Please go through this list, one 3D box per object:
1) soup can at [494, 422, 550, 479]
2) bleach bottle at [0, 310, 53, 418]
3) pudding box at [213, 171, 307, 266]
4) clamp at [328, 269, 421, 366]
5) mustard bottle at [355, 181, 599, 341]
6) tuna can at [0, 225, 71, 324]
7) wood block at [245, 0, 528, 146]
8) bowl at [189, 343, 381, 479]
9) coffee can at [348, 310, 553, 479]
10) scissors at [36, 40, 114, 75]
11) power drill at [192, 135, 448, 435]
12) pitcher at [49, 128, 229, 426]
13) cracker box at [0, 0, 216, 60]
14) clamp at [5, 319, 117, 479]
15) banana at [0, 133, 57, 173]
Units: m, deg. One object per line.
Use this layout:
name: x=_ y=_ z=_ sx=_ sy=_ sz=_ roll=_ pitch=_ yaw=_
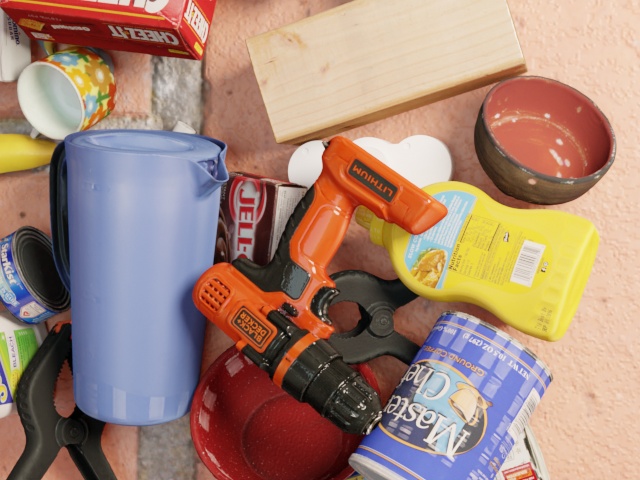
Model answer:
soup can: x=0.133 y=0.195 z=0.889 sx=0.102 sy=0.068 sz=0.068 roll=-21 pitch=89 yaw=13
bleach bottle: x=-0.312 y=0.119 z=0.894 sx=0.068 sy=0.250 sz=0.102 roll=-4 pitch=93 yaw=13
pudding box: x=-0.056 y=0.001 z=0.913 sx=0.090 sy=0.039 sz=0.113 roll=15 pitch=102 yaw=52
clamp: x=0.053 y=0.074 z=0.892 sx=0.171 sy=0.039 sz=0.120 roll=-7 pitch=90 yaw=-10
mustard bottle: x=0.113 y=0.005 z=0.840 sx=0.192 sy=0.058 sz=0.096 roll=19 pitch=86 yaw=27
tuna can: x=-0.261 y=0.032 z=0.962 sx=0.034 sy=0.086 sz=0.086 roll=-26 pitch=87 yaw=15
wood block: x=0.057 y=-0.151 z=0.874 sx=0.206 sy=0.090 sz=0.090 roll=-17 pitch=90 yaw=13
bowl: x=-0.027 y=0.156 z=0.907 sx=0.162 sy=0.055 sz=0.162 roll=-3 pitch=53 yaw=4
coffee can: x=0.101 y=0.141 z=0.829 sx=0.103 sy=0.103 sz=0.140 roll=32 pitch=75 yaw=9
scissors: x=-0.266 y=-0.216 z=0.971 sx=0.202 sy=0.016 sz=0.096 roll=35 pitch=123 yaw=9
power drill: x=0.013 y=0.030 z=0.816 sx=0.184 sy=0.057 sz=0.188 roll=38 pitch=96 yaw=19
pitcher: x=-0.161 y=0.026 z=0.913 sx=0.145 sy=0.149 sz=0.243 roll=2 pitch=104 yaw=-13
cracker box: x=-0.159 y=-0.270 z=0.895 sx=0.164 sy=0.072 sz=0.213 roll=9 pitch=77 yaw=14
clamp: x=-0.236 y=0.176 z=0.947 sx=0.036 sy=0.164 sz=0.210 roll=-10 pitch=82 yaw=42
banana: x=-0.337 y=-0.055 z=1.002 sx=0.198 sy=0.037 sz=0.069 roll=-33 pitch=115 yaw=16
